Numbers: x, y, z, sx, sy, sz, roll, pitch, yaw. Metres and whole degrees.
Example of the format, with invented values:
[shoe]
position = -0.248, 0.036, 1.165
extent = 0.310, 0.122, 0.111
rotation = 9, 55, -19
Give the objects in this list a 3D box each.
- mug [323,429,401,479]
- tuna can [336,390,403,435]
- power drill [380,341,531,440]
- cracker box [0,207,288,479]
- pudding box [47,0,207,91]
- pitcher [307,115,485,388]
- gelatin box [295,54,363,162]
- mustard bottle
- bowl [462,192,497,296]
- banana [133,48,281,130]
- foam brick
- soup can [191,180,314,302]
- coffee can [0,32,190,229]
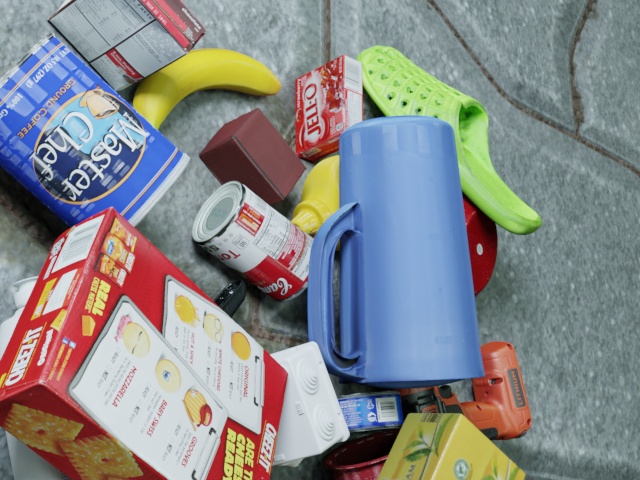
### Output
[mug]
position = 0.064, 0.226, 0.967
extent = 0.093, 0.117, 0.081
rotation = -19, 94, -29
[tuna can]
position = 0.033, 0.160, 0.978
extent = 0.085, 0.086, 0.034
rotation = 6, 72, -45
[power drill]
position = 0.135, 0.155, 1.108
extent = 0.187, 0.058, 0.184
rotation = -7, 84, -44
[cracker box]
position = -0.123, 0.108, 0.769
extent = 0.213, 0.072, 0.164
rotation = 47, 34, -31
[pudding box]
position = -0.161, -0.180, 0.886
extent = 0.090, 0.114, 0.039
rotation = 48, 50, -22
[pitcher]
position = 0.068, 0.013, 0.973
extent = 0.149, 0.145, 0.243
rotation = 26, 60, -77
[gelatin box]
position = 0.007, -0.132, 1.072
extent = 0.030, 0.073, 0.089
rotation = 18, 64, -40
[mustard bottle]
position = 0.033, -0.042, 1.074
extent = 0.191, 0.058, 0.096
rotation = -29, 106, -47
[bowl]
position = 0.144, 0.008, 1.132
extent = 0.161, 0.055, 0.162
rotation = -14, 107, -55
[banana]
position = -0.110, -0.143, 0.986
extent = 0.197, 0.037, 0.069
rotation = -33, 117, -46
[foam brick]
position = -0.063, -0.074, 0.993
extent = 0.078, 0.053, 0.051
rotation = 51, 46, -21
[soup can]
position = -0.056, 0.001, 0.959
extent = 0.102, 0.069, 0.068
rotation = 38, 51, -29
[coffee can]
position = -0.185, -0.072, 0.812
extent = 0.140, 0.103, 0.102
rotation = 43, 48, -13
